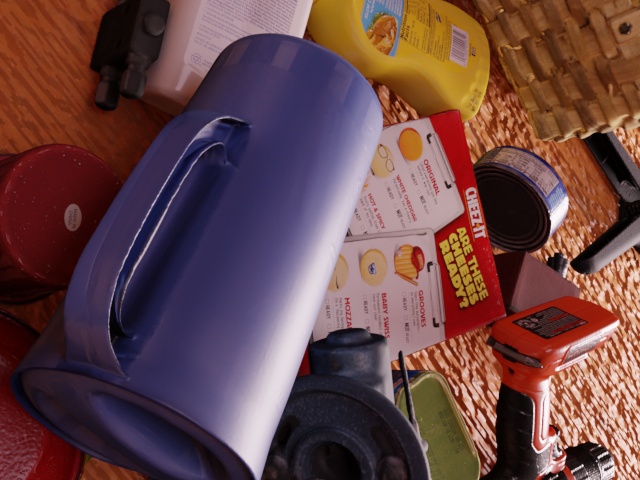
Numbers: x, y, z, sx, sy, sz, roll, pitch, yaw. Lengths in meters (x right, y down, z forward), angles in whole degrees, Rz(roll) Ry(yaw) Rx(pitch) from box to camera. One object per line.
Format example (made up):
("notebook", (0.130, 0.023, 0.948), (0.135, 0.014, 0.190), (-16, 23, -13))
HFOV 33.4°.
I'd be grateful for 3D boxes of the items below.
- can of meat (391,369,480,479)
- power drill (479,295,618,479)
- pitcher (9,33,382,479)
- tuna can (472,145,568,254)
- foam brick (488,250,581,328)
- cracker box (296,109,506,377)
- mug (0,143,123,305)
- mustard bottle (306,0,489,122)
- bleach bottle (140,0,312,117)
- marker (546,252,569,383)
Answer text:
("can of meat", (0.058, 0.140, 0.765), (0.057, 0.084, 0.102), (-34, 105, -35))
("power drill", (0.183, 0.142, 0.840), (0.184, 0.057, 0.188), (-15, 117, -41))
("pitcher", (-0.054, 0.001, 0.570), (0.145, 0.149, 0.242), (35, 59, -20))
("tuna can", (0.154, -0.033, 0.858), (0.033, 0.086, 0.086), (-44, 111, -34))
("foam brick", (0.166, 0.049, 0.879), (0.078, 0.053, 0.051), (31, 67, -32))
("cracker box", (0.023, 0.006, 0.763), (0.213, 0.072, 0.164), (-17, 96, -38))
("mug", (-0.171, -0.007, 0.608), (0.117, 0.082, 0.093), (-24, 100, -37))
("mustard bottle", (0.044, -0.164, 0.804), (0.191, 0.058, 0.096), (25, 60, -33))
("bleach bottle", (-0.036, -0.195, 0.709), (0.102, 0.068, 0.251), (24, 84, -33))
("marker", (0.197, 0.068, 0.921), (0.020, 0.020, 0.121), (23, 71, -33))
